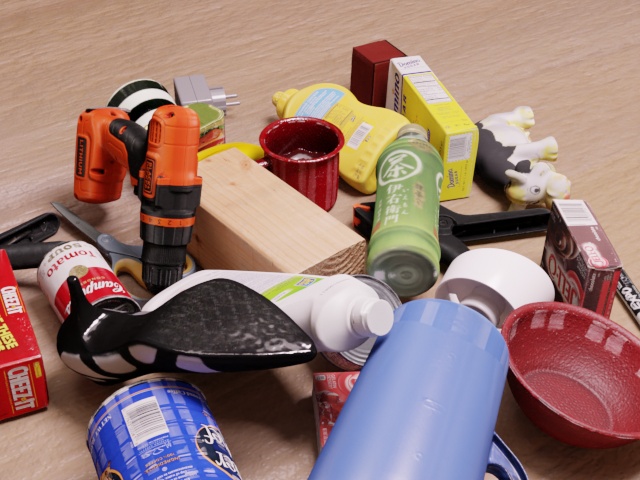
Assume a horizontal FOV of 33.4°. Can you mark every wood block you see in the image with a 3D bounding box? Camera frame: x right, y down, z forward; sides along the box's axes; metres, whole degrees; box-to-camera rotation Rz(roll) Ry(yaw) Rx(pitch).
[{"bbox_3d":[-0.057,0.001,1.062,0.090,0.091,0.206,-27,46,-31],"label":"wood block"}]

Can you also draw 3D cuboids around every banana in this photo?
[{"bbox_3d":[-0.120,-0.070,1.170,0.037,0.070,0.197,30,47,29],"label":"banana"}]

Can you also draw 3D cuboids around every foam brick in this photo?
[{"bbox_3d":[0.073,-0.203,1.340,0.052,0.078,0.051,-18,41,-26],"label":"foam brick"}]

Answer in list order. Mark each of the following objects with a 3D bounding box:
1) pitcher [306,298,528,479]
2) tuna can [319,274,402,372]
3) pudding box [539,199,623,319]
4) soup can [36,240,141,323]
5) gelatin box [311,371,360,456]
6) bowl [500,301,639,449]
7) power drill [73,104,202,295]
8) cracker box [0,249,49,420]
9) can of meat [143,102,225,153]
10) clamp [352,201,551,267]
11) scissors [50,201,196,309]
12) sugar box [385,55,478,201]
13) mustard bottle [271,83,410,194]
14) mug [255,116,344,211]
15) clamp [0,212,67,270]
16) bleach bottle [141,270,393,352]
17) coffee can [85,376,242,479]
[{"bbox_3d":[0.075,0.166,0.802,0.145,0.149,0.242,-13,34,35],"label":"pitcher"},{"bbox_3d":[0.034,0.077,0.977,0.086,0.034,0.086,9,69,-24],"label":"tuna can"},{"bbox_3d":[0.251,0.026,1.036,0.039,0.090,0.113,-1,37,-6],"label":"pudding box"},{"bbox_3d":[-0.220,0.053,1.011,0.068,0.068,0.102,-20,42,-25],"label":"soup can"},{"bbox_3d":[0.032,0.151,0.918,0.073,0.030,0.089,-1,39,-5],"label":"gelatin box"},{"bbox_3d":[0.221,0.125,0.917,0.162,0.055,0.162,13,36,-10],"label":"bowl"},{"bbox_3d":[-0.183,-0.053,1.068,0.057,0.184,0.188,-1,15,-39],"label":"power drill"},{"bbox_3d":[-0.365,0.103,0.942,0.213,0.072,0.164,-14,41,-20],"label":"cracker box"},{"bbox_3d":[-0.151,-0.097,1.194,0.058,0.084,0.101,28,45,31],"label":"can of meat"},{"bbox_3d":[0.128,0.001,1.107,0.210,0.036,0.164,10,36,15],"label":"clamp"},{"bbox_3d":[-0.202,0.002,1.115,0.096,0.016,0.202,-17,44,-26],"label":"scissors"},{"bbox_3d":[0.125,-0.133,1.237,0.048,0.093,0.176,-10,38,-17],"label":"sugar box"},{"bbox_3d":[0.012,-0.133,1.250,0.192,0.058,0.096,32,83,35],"label":"mustard bottle"},{"bbox_3d":[-0.031,-0.074,1.167,0.117,0.081,0.093,-22,43,-27],"label":"mug"},{"bbox_3d":[-0.328,0.018,1.067,0.171,0.039,0.120,-23,20,-23],"label":"clamp"},{"bbox_3d":[-0.043,0.067,0.908,0.251,0.068,0.102,-2,25,48],"label":"bleach bottle"},{"bbox_3d":[-0.112,0.188,0.810,0.102,0.103,0.140,-14,40,-18],"label":"coffee can"}]
